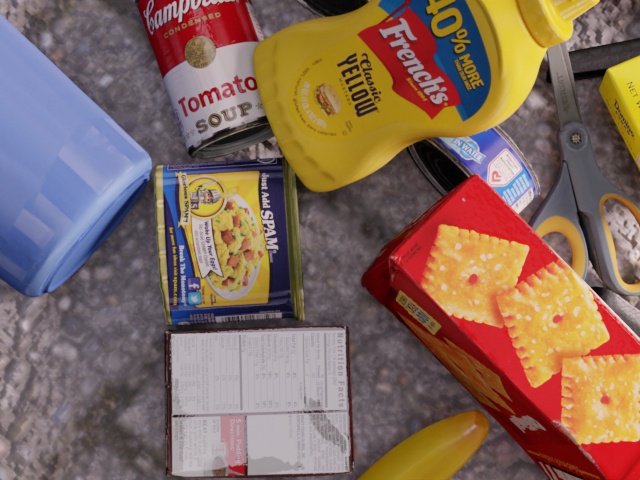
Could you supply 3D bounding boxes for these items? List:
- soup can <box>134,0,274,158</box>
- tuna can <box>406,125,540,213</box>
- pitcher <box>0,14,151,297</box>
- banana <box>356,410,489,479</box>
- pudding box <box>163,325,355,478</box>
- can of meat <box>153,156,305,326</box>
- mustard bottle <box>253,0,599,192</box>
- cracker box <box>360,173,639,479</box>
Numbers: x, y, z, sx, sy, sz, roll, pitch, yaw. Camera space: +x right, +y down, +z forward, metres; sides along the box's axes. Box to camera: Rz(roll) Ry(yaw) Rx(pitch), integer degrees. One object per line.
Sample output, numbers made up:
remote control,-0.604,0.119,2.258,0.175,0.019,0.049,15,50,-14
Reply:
soup can,-0.065,-0.108,0.647,0.068,0.068,0.102,-19,86,-7
tuna can,0.090,-0.046,0.644,0.033,0.086,0.086,-43,89,-7
pitcher,-0.223,-0.076,0.597,0.243,0.145,0.149,40,83,-3
banana,0.024,0.173,0.624,0.037,0.070,0.197,45,80,-16
pudding box,-0.037,0.097,0.643,0.113,0.039,0.090,0,84,-7
can of meat,-0.054,0.001,0.642,0.084,0.057,0.102,-4,84,-3
mustard bottle,0.059,-0.099,0.579,0.192,0.058,0.096,-20,93,31
cracker box,0.121,0.071,0.595,0.072,0.164,0.214,-43,89,-6
